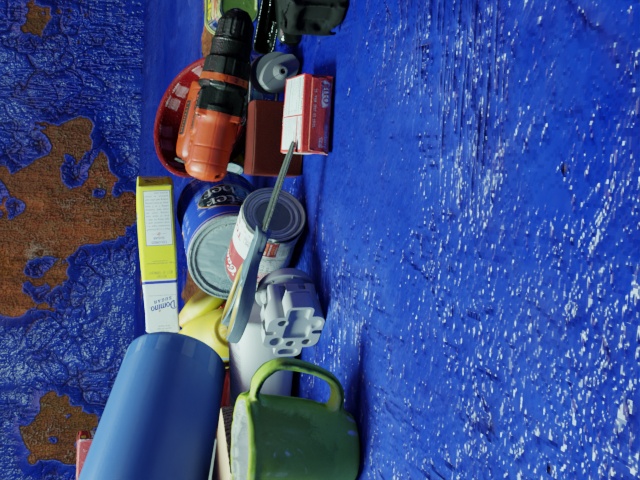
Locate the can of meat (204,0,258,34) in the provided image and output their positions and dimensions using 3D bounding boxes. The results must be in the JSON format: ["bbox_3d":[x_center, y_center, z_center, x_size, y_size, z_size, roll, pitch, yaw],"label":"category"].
[{"bbox_3d":[-0.114,-0.321,1.379,0.084,0.057,0.102,-172,83,-73],"label":"can of meat"}]

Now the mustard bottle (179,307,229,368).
[{"bbox_3d":[-0.119,0.117,1.266,0.192,0.096,0.058,139,133,-71],"label":"mustard bottle"}]

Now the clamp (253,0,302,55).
[{"bbox_3d":[-0.042,-0.297,1.130,0.165,0.036,0.210,178,95,-75],"label":"clamp"}]

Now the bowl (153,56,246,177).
[{"bbox_3d":[-0.136,-0.150,1.359,0.162,0.055,0.162,-12,69,34],"label":"bowl"}]

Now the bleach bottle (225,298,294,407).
[{"bbox_3d":[-0.066,0.193,1.124,0.103,0.068,0.251,-136,47,-70],"label":"bleach bottle"}]

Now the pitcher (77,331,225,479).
[{"bbox_3d":[-0.167,0.222,1.061,0.149,0.144,0.242,-37,31,41],"label":"pitcher"}]

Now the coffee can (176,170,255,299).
[{"bbox_3d":[-0.109,-0.009,1.228,0.140,0.102,0.103,-117,31,-63],"label":"coffee can"}]

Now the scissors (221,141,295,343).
[{"bbox_3d":[-0.058,0.013,0.995,0.096,0.016,0.202,-92,22,-54],"label":"scissors"}]

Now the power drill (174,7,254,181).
[{"bbox_3d":[-0.118,-0.154,1.188,0.188,0.057,0.184,-178,102,-80],"label":"power drill"}]

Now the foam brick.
[{"bbox_3d":[-0.049,-0.104,1.105,0.051,0.053,0.078,-176,89,-76],"label":"foam brick"}]

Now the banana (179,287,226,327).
[{"bbox_3d":[-0.125,0.022,1.342,0.037,0.069,0.198,-34,-41,-79],"label":"banana"}]

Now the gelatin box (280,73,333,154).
[{"bbox_3d":[-0.013,-0.118,1.011,0.089,0.030,0.073,-162,76,-75],"label":"gelatin box"}]

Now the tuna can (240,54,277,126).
[{"bbox_3d":[-0.074,-0.175,1.251,0.086,0.033,0.086,-179,90,-76],"label":"tuna can"}]

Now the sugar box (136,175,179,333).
[{"bbox_3d":[-0.192,0.015,1.264,0.093,0.048,0.176,-131,40,-77],"label":"sugar box"}]

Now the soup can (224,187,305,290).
[{"bbox_3d":[-0.057,0.001,1.096,0.102,0.068,0.068,113,155,-54],"label":"soup can"}]
